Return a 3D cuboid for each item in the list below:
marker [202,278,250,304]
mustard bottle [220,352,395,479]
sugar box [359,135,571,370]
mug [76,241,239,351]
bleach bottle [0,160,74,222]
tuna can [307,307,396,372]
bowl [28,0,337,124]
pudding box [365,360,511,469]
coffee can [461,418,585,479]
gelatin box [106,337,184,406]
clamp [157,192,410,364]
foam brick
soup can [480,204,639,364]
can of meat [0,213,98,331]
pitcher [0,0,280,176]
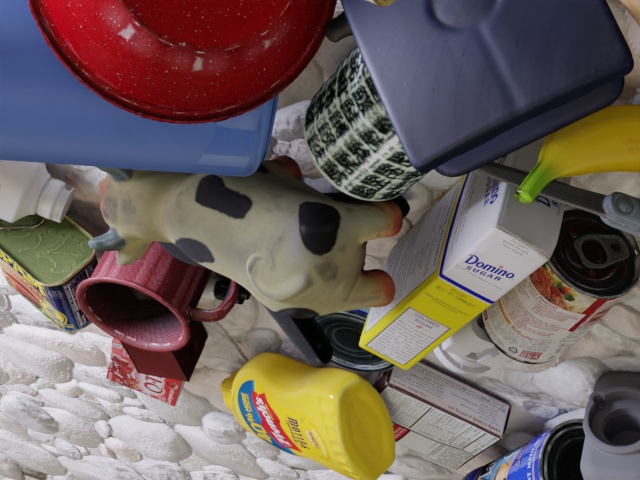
[{"bbox_3d":[-0.114,0.037,0.888,0.121,0.020,0.020,7,142,20],"label":"marker"},{"bbox_3d":[-0.024,0.144,0.923,0.192,0.058,0.096,8,129,49],"label":"mustard bottle"},{"bbox_3d":[0.091,0.007,0.677,0.048,0.093,0.176,29,145,-12],"label":"sugar box"},{"bbox_3d":[-0.119,0.029,0.826,0.117,0.081,0.093,11,143,15],"label":"mug"},{"bbox_3d":[-0.312,-0.070,0.815,0.250,0.068,0.103,23,143,-5],"label":"bleach bottle"},{"bbox_3d":[0.029,0.067,0.840,0.086,0.033,0.086,14,144,10],"label":"tuna can"},{"bbox_3d":[-0.060,-0.135,0.509,0.162,0.162,0.055,35,178,-18],"label":"bowl"},{"bbox_3d":[0.091,0.146,0.907,0.113,0.039,0.090,25,144,-7],"label":"pudding box"},{"bbox_3d":[0.189,0.221,0.898,0.102,0.102,0.141,29,144,-10],"label":"coffee can"},{"bbox_3d":[-0.161,0.115,1.006,0.073,0.030,0.089,22,145,-1],"label":"gelatin box"},{"bbox_3d":[-0.055,0.001,0.772,0.210,0.036,0.165,21,126,5],"label":"clamp"},{"bbox_3d":[-0.139,0.077,0.926,0.051,0.053,0.078,7,143,20],"label":"foam brick"},{"bbox_3d":[0.154,0.031,0.697,0.068,0.068,0.102,23,145,-2],"label":"soup can"},{"bbox_3d":[-0.222,0.017,0.868,0.102,0.057,0.084,36,154,22],"label":"can of meat"},{"bbox_3d":[-0.148,-0.103,0.603,0.242,0.149,0.145,7,133,-9],"label":"pitcher"}]
